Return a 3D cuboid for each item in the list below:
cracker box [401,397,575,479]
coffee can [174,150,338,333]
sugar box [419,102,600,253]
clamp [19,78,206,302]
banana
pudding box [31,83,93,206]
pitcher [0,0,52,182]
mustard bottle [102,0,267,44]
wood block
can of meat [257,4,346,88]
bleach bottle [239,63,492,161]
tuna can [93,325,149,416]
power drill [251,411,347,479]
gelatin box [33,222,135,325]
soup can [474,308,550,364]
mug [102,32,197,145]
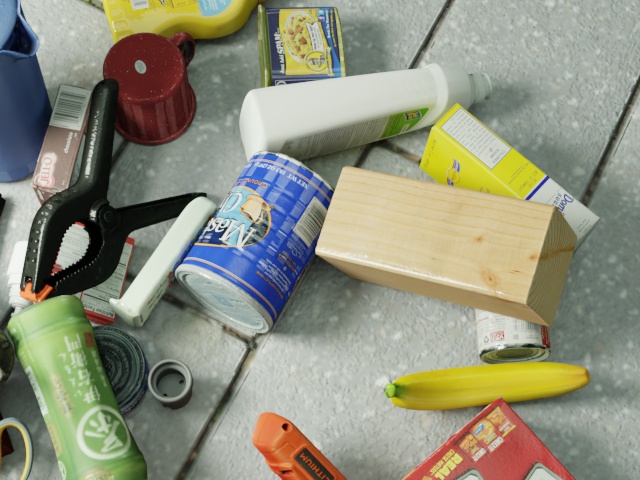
[{"bbox_3d":[0.163,0.272,0.925,0.164,0.072,0.214,-38,75,-15],"label":"cracker box"},{"bbox_3d":[-0.057,0.001,1.004,0.103,0.103,0.140,29,70,8],"label":"coffee can"},{"bbox_3d":[0.180,-0.047,1.038,0.176,0.093,0.048,43,73,14],"label":"sugar box"},{"bbox_3d":[-0.207,-0.034,0.978,0.036,0.164,0.209,4,45,45],"label":"clamp"},{"bbox_3d":[0.145,0.136,0.980,0.197,0.070,0.037,-4,92,-13],"label":"banana"},{"bbox_3d":[-0.243,-0.080,1.035,0.039,0.090,0.113,12,68,0],"label":"pudding box"},{"bbox_3d":[-0.327,-0.152,0.977,0.145,0.243,0.149,-26,72,-12],"label":"pitcher"},{"bbox_3d":[-0.131,-0.256,1.126,0.191,0.058,0.096,-16,66,-8],"label":"mustard bottle"},{"bbox_3d":[0.113,0.003,0.969,0.206,0.090,0.090,13,78,29],"label":"wood block"},{"bbox_3d":[-0.020,-0.194,1.108,0.084,0.057,0.102,-3,69,-6],"label":"can of meat"},{"bbox_3d":[0.050,-0.131,1.073,0.250,0.103,0.068,-12,77,-14],"label":"bleach bottle"},{"bbox_3d":[-0.202,0.122,0.987,0.086,0.034,0.086,1,69,-2],"label":"tuna can"},{"bbox_3d":[-0.075,0.239,0.898,0.187,0.057,0.184,-50,115,-19],"label":"power drill"},{"bbox_3d":[-0.223,0.029,1.010,0.073,0.030,0.089,22,66,-27],"label":"gelatin box"},{"bbox_3d":[0.180,0.061,1.009,0.068,0.068,0.102,0,69,-3],"label":"soup can"},{"bbox_3d":[-0.166,-0.163,1.075,0.093,0.081,0.117,37,72,11],"label":"mug"}]
